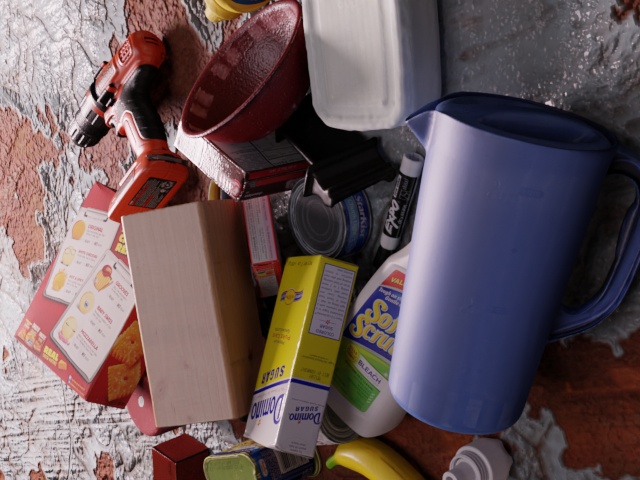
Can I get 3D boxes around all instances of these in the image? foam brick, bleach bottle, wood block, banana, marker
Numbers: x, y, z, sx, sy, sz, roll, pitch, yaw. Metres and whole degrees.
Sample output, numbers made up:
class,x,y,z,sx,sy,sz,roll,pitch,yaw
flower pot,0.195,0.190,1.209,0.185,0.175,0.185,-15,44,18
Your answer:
class,x,y,z,sx,sy,sz,roll,pitch,yaw
foam brick,-0.170,0.287,1.306,0.053,0.051,0.078,21,118,43
bleach bottle,0.075,0.058,0.942,0.103,0.067,0.251,46,131,28
wood block,-0.118,0.068,1.041,0.090,0.090,0.206,-10,89,21
banana,0.078,0.241,1.020,0.198,0.037,0.069,35,144,39
marker,0.068,-0.022,0.955,0.020,0.020,0.121,39,129,35

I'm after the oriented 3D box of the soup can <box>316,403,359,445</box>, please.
class,x,y,z,sx,sy,sz,roll,pitch,yaw
soup can,-0.009,0.172,1.070,0.102,0.068,0.068,-16,90,50

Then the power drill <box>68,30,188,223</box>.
class,x,y,z,sx,sy,sz,roll,pitch,yaw
power drill,-0.219,-0.113,1.189,0.185,0.057,0.188,-45,53,39

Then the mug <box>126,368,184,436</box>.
class,x,y,z,sx,sy,sz,roll,pitch,yaw
mug,-0.169,0.183,1.247,0.117,0.081,0.093,17,115,45

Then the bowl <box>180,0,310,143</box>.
class,x,y,z,sx,sy,sz,roll,pitch,yaw
bowl,-0.057,-0.146,0.995,0.055,0.162,0.162,38,150,-27

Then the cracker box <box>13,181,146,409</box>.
class,x,y,z,sx,sy,sz,roll,pitch,yaw
cracker box,-0.243,0.062,1.235,0.164,0.072,0.214,30,92,39

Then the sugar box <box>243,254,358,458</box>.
class,x,y,z,sx,sy,sz,roll,pitch,yaw
sugar box,-0.020,0.103,0.976,0.093,0.048,0.176,-8,65,68

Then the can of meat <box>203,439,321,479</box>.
class,x,y,z,sx,sy,sz,roll,pitch,yaw
can of meat,-0.064,0.240,1.142,0.102,0.083,0.057,-19,87,50

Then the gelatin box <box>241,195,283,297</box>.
class,x,y,z,sx,sy,sz,roll,pitch,yaw
gelatin box,-0.057,0.001,1.055,0.073,0.030,0.089,82,177,-62

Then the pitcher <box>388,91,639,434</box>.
class,x,y,z,sx,sy,sz,roll,pitch,yaw
pitcher,0.136,0.021,0.796,0.149,0.144,0.243,35,122,46

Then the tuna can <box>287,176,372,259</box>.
class,x,y,z,sx,sy,sz,roll,pitch,yaw
tuna can,0.008,-0.023,1.013,0.086,0.033,0.086,19,116,45

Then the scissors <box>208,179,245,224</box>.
class,x,y,z,sx,sy,sz,roll,pitch,yaw
scissors,-0.117,0.003,1.178,0.202,0.016,0.096,121,139,-54

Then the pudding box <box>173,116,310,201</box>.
class,x,y,z,sx,sy,sz,roll,pitch,yaw
pudding box,-0.075,-0.087,1.045,0.114,0.089,0.039,43,129,33
